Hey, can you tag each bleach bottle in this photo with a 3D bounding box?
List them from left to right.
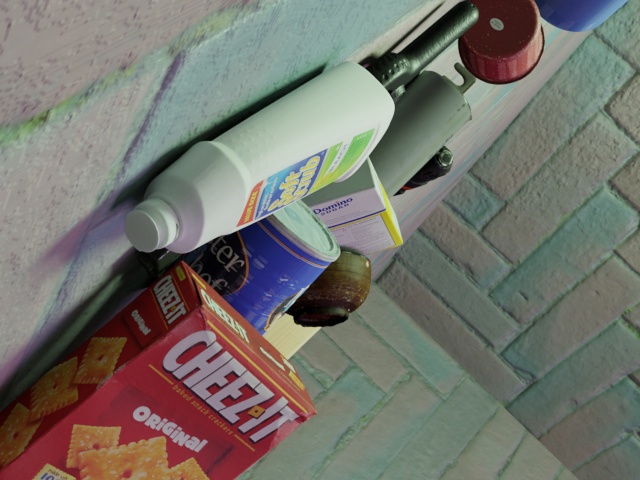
[{"bbox_3d":[-0.046,-0.049,0.750,0.250,0.068,0.103,-36,168,-48],"label":"bleach bottle"}]

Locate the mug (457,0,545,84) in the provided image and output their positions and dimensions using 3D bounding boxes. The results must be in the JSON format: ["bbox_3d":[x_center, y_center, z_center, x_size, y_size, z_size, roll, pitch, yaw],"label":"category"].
[{"bbox_3d":[0.189,-0.227,1.106,0.081,0.093,0.117,21,82,-78],"label":"mug"}]

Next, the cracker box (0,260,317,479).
[{"bbox_3d":[-0.134,0.144,0.842,0.214,0.164,0.072,-39,-141,4],"label":"cracker box"}]

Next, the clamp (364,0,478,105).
[{"bbox_3d":[0.063,-0.145,0.965,0.165,0.036,0.209,-49,173,28],"label":"clamp"}]

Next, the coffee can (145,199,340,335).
[{"bbox_3d":[-0.067,0.027,0.903,0.140,0.103,0.102,-47,174,14],"label":"coffee can"}]

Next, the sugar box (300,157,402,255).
[{"bbox_3d":[0.022,-0.028,1.065,0.093,0.048,0.176,-16,157,7],"label":"sugar box"}]

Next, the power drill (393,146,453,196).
[{"bbox_3d":[0.054,-0.045,1.266,0.187,0.057,0.185,-40,-168,-25],"label":"power drill"}]
